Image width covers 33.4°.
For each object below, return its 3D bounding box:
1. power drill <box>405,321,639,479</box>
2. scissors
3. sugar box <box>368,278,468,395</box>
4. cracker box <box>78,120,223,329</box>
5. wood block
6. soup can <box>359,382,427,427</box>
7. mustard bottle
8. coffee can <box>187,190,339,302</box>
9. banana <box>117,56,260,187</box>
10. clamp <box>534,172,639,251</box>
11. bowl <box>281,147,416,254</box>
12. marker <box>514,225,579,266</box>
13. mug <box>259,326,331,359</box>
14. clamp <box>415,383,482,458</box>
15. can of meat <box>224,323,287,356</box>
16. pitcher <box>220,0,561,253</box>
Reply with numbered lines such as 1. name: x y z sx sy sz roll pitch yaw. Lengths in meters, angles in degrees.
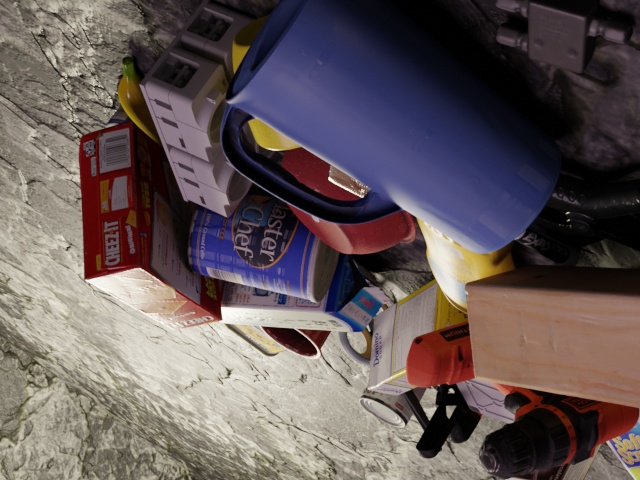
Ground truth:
1. power drill: 0.165 0.142 0.967 0.188 0.184 0.057 32 121 45
2. scissors: 0.079 0.163 1.252 0.016 0.096 0.202 -27 79 48
3. sugar box: 0.108 0.107 1.166 0.048 0.093 0.176 13 158 -15
4. cracker box: -0.182 -0.008 1.159 0.072 0.164 0.213 -12 158 13
5. wood block: 0.224 0.073 0.866 0.206 0.090 0.090 2 102 55
6. soup can: 0.100 0.170 1.315 0.068 0.102 0.068 27 157 12
7. mustard bottle: 0.143 0.020 1.012 0.096 0.058 0.191 31 160 30
8. coffee can: -0.057 0.001 1.139 0.140 0.102 0.103 12 153 14
9. banana: -0.147 -0.114 1.144 0.197 0.037 0.070 39 159 -15
10. clamp: 0.225 -0.019 0.857 0.172 0.039 0.120 15 156 50
11. bowl: 0.014 -0.038 1.021 0.162 0.055 0.162 41 166 12
12. marker: 0.181 -0.003 0.919 0.120 0.020 0.020 25 166 -37
13. mug: -0.023 0.092 1.340 0.093 0.081 0.117 35 157 -7
14. clamp: 0.154 0.197 1.265 0.036 0.164 0.209 0 154 23
15. can of meat: -0.074 0.113 1.482 0.102 0.057 0.084 38 154 -15
16. pitcher: 0.053 -0.087 0.806 0.242 0.145 0.149 34 148 -15
